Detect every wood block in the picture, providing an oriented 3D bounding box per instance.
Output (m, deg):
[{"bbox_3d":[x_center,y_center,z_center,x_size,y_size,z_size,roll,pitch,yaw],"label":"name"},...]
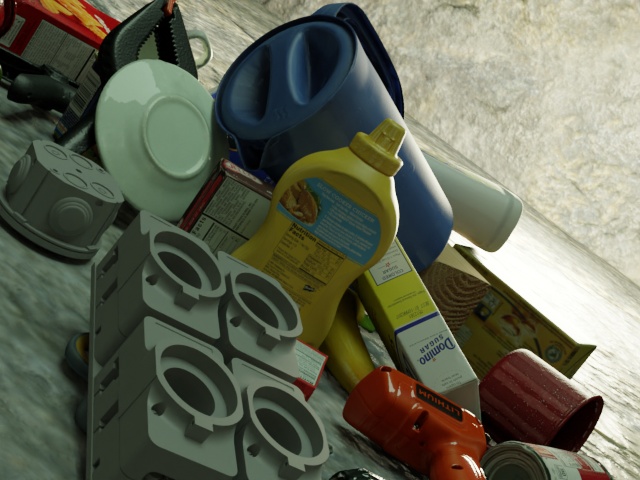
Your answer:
[{"bbox_3d":[0.068,0.012,1.100,0.090,0.091,0.206,23,18,-40],"label":"wood block"}]

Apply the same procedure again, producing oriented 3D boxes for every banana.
[{"bbox_3d":[0.023,0.076,0.892,0.069,0.037,0.197,34,14,-5],"label":"banana"}]

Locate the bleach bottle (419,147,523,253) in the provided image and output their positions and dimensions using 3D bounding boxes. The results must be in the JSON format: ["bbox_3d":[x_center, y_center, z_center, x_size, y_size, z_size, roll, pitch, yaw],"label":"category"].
[{"bbox_3d":[0.083,-0.075,1.102,0.250,0.068,0.103,27,9,-20],"label":"bleach bottle"}]

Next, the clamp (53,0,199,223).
[{"bbox_3d":[-0.152,-0.109,0.863,0.164,0.210,0.036,16,-21,-42],"label":"clamp"}]

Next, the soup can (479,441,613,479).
[{"bbox_3d":[0.165,0.187,0.788,0.102,0.068,0.069,20,20,-46],"label":"soup can"}]

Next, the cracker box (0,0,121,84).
[{"bbox_3d":[-0.249,-0.204,1.118,0.213,0.072,0.164,26,17,-35],"label":"cracker box"}]

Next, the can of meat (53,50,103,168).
[{"bbox_3d":[-0.174,-0.108,0.945,0.101,0.084,0.057,18,22,-50],"label":"can of meat"}]

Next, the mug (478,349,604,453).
[{"bbox_3d":[0.174,0.152,0.915,0.117,0.093,0.082,-28,51,-33],"label":"mug"}]

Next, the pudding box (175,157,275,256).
[{"bbox_3d":[-0.055,0.001,0.847,0.113,0.090,0.039,30,16,-22],"label":"pudding box"}]

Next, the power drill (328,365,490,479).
[{"bbox_3d":[0.066,0.157,0.681,0.184,0.057,0.187,34,16,-20],"label":"power drill"}]

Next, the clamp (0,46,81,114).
[{"bbox_3d":[-0.246,-0.135,0.962,0.171,0.039,0.120,19,20,-49],"label":"clamp"}]

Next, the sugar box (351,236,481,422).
[{"bbox_3d":[0.069,0.068,0.853,0.093,0.048,0.176,74,-7,-55],"label":"sugar box"}]

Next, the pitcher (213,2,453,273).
[{"bbox_3d":[0.028,-0.079,0.942,0.242,0.149,0.145,50,11,-43],"label":"pitcher"}]

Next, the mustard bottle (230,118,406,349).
[{"bbox_3d":[0.002,-0.008,0.796,0.096,0.192,0.058,34,14,-4],"label":"mustard bottle"}]

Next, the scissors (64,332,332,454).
[{"bbox_3d":[-0.074,0.095,0.637,0.096,0.016,0.201,48,18,30],"label":"scissors"}]
